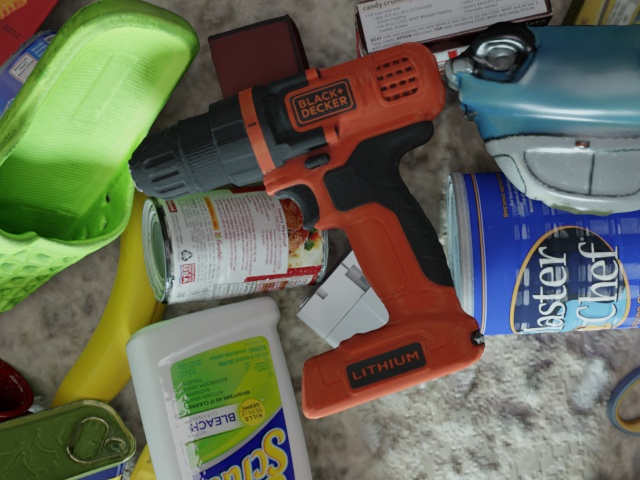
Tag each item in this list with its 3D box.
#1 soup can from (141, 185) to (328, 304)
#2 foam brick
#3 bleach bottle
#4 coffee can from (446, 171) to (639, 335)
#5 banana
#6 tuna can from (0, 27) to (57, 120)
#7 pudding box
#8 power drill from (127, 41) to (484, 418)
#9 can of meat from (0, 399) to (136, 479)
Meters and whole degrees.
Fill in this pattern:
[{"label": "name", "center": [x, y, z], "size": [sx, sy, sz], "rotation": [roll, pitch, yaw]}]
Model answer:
[{"label": "soup can", "center": [-0.054, 0.001, 0.665], "size": [0.102, 0.069, 0.068], "rotation": [-7, 96, -20]}, {"label": "foam brick", "center": [-0.034, -0.105, 0.666], "size": [0.051, 0.078, 0.053], "rotation": [-15, 93, 5]}, {"label": "bleach bottle", "center": [-0.041, 0.167, 0.653], "size": [0.102, 0.068, 0.251], "rotation": [-13, 78, -22]}, {"label": "coffee can", "center": [0.151, 0.005, 0.654], "size": [0.140, 0.103, 0.103], "rotation": [-3, 96, 3]}, {"label": "banana", "center": [-0.132, 0.036, 0.709], "size": [0.070, 0.037, 0.198], "rotation": [14, 94, 30]}, {"label": "tuna can", "center": [-0.181, -0.089, 0.672], "size": [0.034, 0.086, 0.086], "rotation": [38, 96, -3]}, {"label": "pudding box", "center": [0.078, -0.128, 0.649], "size": [0.113, 0.090, 0.039], "rotation": [-15, 86, 3]}, {"label": "power drill", "center": [0.000, -0.001, 0.592], "size": [0.184, 0.057, 0.187], "rotation": [-18, 84, 7]}, {"label": "can of meat", "center": [-0.176, 0.158, 0.680], "size": [0.057, 0.101, 0.084], "rotation": [44, 130, 34]}]
